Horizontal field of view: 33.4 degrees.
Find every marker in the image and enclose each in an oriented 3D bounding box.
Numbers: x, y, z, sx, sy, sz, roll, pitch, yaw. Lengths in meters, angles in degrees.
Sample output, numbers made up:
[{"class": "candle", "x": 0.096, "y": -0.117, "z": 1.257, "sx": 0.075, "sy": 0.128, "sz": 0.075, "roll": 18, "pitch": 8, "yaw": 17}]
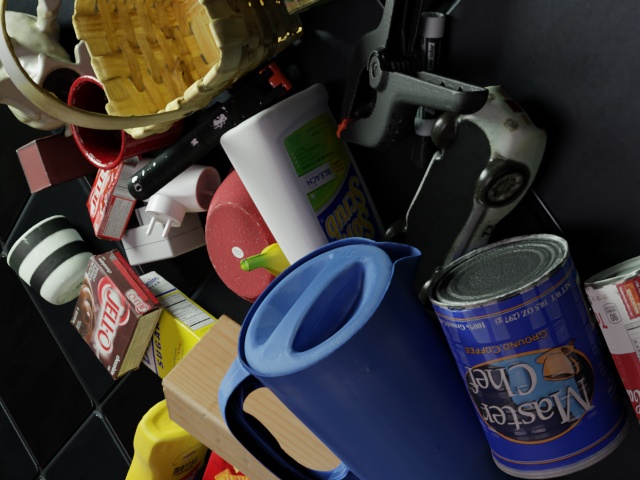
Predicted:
[{"class": "marker", "x": 0.082, "y": -0.113, "z": 0.815, "sx": 0.020, "sy": 0.020, "sz": 0.121, "roll": 23, "pitch": 123, "yaw": 38}]

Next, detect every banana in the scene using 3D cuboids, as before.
[{"class": "banana", "x": 0.006, "y": 0.067, "z": 0.931, "sx": 0.197, "sy": 0.069, "sz": 0.037, "roll": 50, "pitch": 152, "yaw": -21}]

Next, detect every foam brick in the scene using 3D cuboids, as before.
[{"class": "foam brick", "x": -0.281, "y": -0.089, "z": 1.166, "sx": 0.053, "sy": 0.078, "sz": 0.051, "roll": -13, "pitch": 98, "yaw": 51}]

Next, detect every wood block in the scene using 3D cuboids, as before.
[{"class": "wood block", "x": -0.033, "y": 0.171, "z": 0.965, "sx": 0.206, "sy": 0.090, "sz": 0.090, "roll": 33, "pitch": 152, "yaw": 18}]

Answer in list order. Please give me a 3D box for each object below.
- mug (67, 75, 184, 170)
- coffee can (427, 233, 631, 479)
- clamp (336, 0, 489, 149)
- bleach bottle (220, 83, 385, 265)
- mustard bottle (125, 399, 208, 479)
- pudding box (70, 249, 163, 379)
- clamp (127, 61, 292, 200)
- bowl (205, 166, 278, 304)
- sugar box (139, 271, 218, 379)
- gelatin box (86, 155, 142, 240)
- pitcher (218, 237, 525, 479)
[{"class": "mug", "x": -0.179, "y": -0.122, "z": 1.039, "sx": 0.117, "sy": 0.081, "sz": 0.093, "roll": 10, "pitch": 114, "yaw": 44}, {"class": "coffee can", "x": 0.147, "y": 0.080, "z": 0.752, "sx": 0.103, "sy": 0.102, "sz": 0.140, "roll": -5, "pitch": 114, "yaw": 48}, {"class": "clamp", "x": 0.059, "y": -0.120, "z": 0.781, "sx": 0.210, "sy": 0.036, "sz": 0.164, "roll": 120, "pitch": 143, "yaw": -56}, {"class": "bleach bottle", "x": 0.018, "y": 0.001, "z": 0.890, "sx": 0.068, "sy": 0.102, "sz": 0.251, "roll": -23, "pitch": 98, "yaw": 46}, {"class": "mustard bottle", "x": -0.172, "y": 0.256, "z": 1.192, "sx": 0.058, "sy": 0.096, "sz": 0.192, "roll": 41, "pitch": 133, "yaw": 25}, {"class": "pudding box", "x": -0.219, "y": 0.079, "z": 1.140, "sx": 0.090, "sy": 0.039, "sz": 0.114, "roll": 48, "pitch": 137, "yaw": 23}, {"class": "clamp", "x": -0.092, "y": -0.103, "z": 0.957, "sx": 0.172, "sy": 0.120, "sz": 0.039, "roll": -33, "pitch": 105, "yaw": 21}, {"class": "bowl", "x": -0.056, "y": 0.001, "z": 0.986, "sx": 0.162, "sy": 0.055, "sz": 0.162, "roll": 23, "pitch": 123, "yaw": 39}, {"class": "sugar box", "x": -0.141, "y": 0.115, "z": 1.135, "sx": 0.176, "sy": 0.048, "sz": 0.093, "roll": 30, "pitch": 127, "yaw": 33}, {"class": "gelatin box", "x": -0.213, "y": -0.055, "z": 1.107, "sx": 0.089, "sy": 0.030, "sz": 0.073, "roll": -65, "pitch": 29, "yaw": 21}, {"class": "pitcher", "x": 0.047, "y": 0.130, "z": 0.812, "sx": 0.149, "sy": 0.144, "sz": 0.242, "roll": -14, "pitch": 126, "yaw": 38}]
